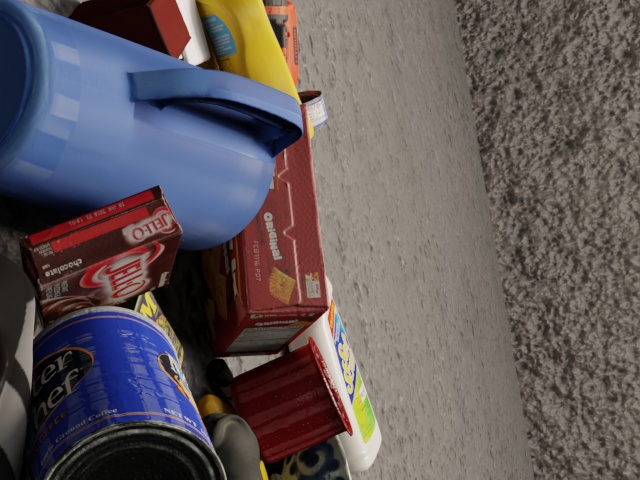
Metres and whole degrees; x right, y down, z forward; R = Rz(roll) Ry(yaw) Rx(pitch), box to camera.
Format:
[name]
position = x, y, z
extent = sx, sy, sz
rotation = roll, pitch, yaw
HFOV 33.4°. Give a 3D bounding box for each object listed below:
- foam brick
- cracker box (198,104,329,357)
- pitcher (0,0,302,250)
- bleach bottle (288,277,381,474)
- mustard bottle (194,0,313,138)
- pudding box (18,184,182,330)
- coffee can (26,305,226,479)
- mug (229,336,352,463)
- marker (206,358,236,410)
[foam brick]
position = -0.150, -0.161, 0.830
extent = 0.053, 0.078, 0.051
rotation = -73, 148, -53
[cracker box]
position = -0.056, 0.001, 0.889
extent = 0.214, 0.072, 0.164
rotation = 130, -45, -71
[pitcher]
position = -0.132, -0.075, 0.692
extent = 0.145, 0.149, 0.242
rotation = 37, 10, 26
[bleach bottle]
position = 0.000, 0.124, 1.166
extent = 0.102, 0.068, 0.251
rotation = -48, 123, -70
[mustard bottle]
position = -0.068, -0.173, 0.947
extent = 0.191, 0.058, 0.096
rotation = 69, -13, -13
[pudding box]
position = -0.138, 0.014, 0.666
extent = 0.039, 0.090, 0.114
rotation = 65, -19, 10
[coffee can]
position = -0.120, 0.114, 0.621
extent = 0.140, 0.102, 0.103
rotation = -130, -163, -61
[mug]
position = -0.029, 0.137, 0.936
extent = 0.117, 0.081, 0.093
rotation = -111, 177, -65
[marker]
position = -0.074, 0.147, 0.983
extent = 0.121, 0.020, 0.020
rotation = 62, 24, -44
